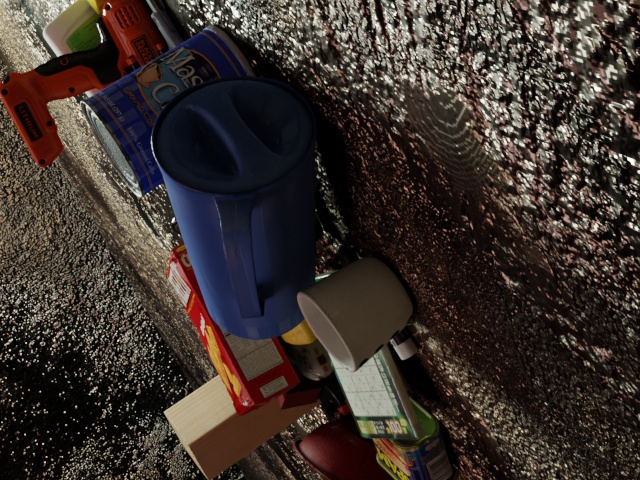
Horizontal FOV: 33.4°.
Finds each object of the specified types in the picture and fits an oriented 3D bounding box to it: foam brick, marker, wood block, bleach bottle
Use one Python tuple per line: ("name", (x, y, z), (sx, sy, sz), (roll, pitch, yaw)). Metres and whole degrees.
("foam brick", (-0.035, 0.177, 1.421), (0.051, 0.053, 0.078), (108, 149, -55))
("marker", (0.052, 0.057, 1.001), (0.121, 0.020, 0.020), (57, 166, -3))
("wood block", (-0.113, 0.245, 1.576), (0.090, 0.206, 0.091), (41, 159, 47))
("bleach bottle", (-0.204, -0.168, 1.233), (0.251, 0.102, 0.068), (51, 176, -5))

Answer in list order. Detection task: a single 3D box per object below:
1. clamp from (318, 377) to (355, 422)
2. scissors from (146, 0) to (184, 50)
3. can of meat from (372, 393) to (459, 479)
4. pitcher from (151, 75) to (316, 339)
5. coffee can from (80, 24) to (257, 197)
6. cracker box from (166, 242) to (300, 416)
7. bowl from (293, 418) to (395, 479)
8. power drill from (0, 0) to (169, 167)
("clamp", (0.016, 0.215, 1.431), (0.120, 0.039, 0.172), (60, 160, 10))
("scissors", (-0.163, -0.218, 1.116), (0.202, 0.016, 0.096), (56, 166, 2))
("can of meat", (0.094, 0.214, 1.134), (0.102, 0.057, 0.084), (38, 154, 50))
("pitcher", (-0.064, -0.010, 0.938), (0.145, 0.149, 0.243), (32, 151, 26))
("coffee can", (-0.133, -0.119, 0.981), (0.103, 0.140, 0.103), (51, 165, 19))
("cracker box", (-0.114, 0.106, 1.322), (0.214, 0.072, 0.164), (61, 165, 7))
("bowl", (0.050, 0.266, 1.312), (0.162, 0.055, 0.162), (27, -177, -2))
("power drill", (-0.239, -0.154, 1.170), (0.184, 0.187, 0.057), (64, 177, -13))
